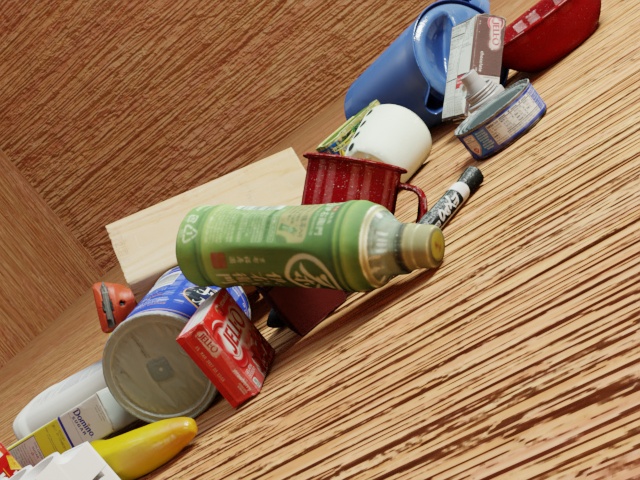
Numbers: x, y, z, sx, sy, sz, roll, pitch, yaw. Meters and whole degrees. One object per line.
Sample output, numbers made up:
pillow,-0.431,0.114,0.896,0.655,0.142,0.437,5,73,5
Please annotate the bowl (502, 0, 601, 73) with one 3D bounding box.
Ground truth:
bowl,0.262,-0.240,1.216,0.162,0.055,0.162,-38,9,6

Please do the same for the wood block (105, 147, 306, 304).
wood block,-0.100,0.000,1.089,0.206,0.091,0.090,-23,49,-8

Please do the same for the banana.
banana,-0.165,0.176,0.895,0.069,0.037,0.198,-44,10,-28

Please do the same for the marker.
marker,0.103,-0.026,0.889,0.020,0.020,0.121,-28,14,51

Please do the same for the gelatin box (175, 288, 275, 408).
gelatin box,-0.074,0.085,0.867,0.030,0.073,0.089,-36,9,15

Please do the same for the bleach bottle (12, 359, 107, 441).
bleach bottle,-0.218,0.152,1.165,0.251,0.068,0.102,-32,11,25

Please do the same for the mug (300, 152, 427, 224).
mug,0.035,-0.027,0.926,0.093,0.117,0.081,10,-91,-75

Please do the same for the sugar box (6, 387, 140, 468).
sugar box,-0.229,0.183,1.043,0.177,0.048,0.093,-30,-5,35

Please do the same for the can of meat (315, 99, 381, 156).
can of meat,0.056,-0.108,1.293,0.102,0.084,0.058,-42,9,-23

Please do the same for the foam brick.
foam brick,-0.018,0.044,0.926,0.053,0.051,0.078,-39,9,-7

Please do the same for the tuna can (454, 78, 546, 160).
tuna can,0.171,-0.114,1.012,0.086,0.033,0.086,-38,9,7

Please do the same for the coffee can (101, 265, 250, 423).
coffee can,-0.126,0.089,0.962,0.103,0.103,0.140,-36,9,16

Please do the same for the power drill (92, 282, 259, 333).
power drill,-0.159,0.056,1.215,0.187,0.057,0.184,-14,-3,-7

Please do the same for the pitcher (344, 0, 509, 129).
pitcher,0.130,-0.210,1.374,0.149,0.145,0.243,-18,-4,-26

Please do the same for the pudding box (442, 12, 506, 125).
pudding box,0.168,-0.186,1.174,0.090,0.039,0.113,-164,81,-80
